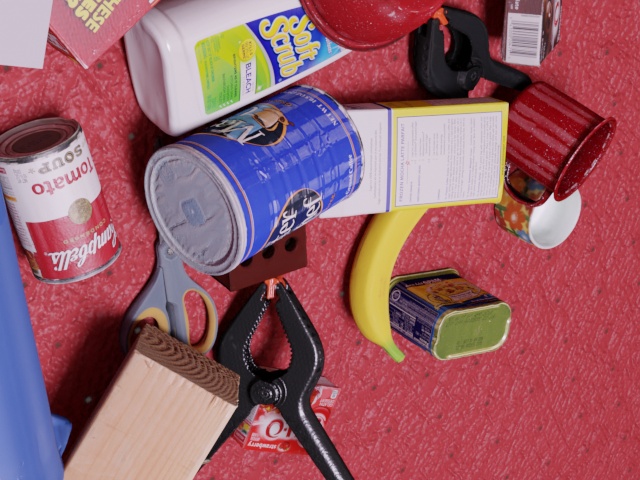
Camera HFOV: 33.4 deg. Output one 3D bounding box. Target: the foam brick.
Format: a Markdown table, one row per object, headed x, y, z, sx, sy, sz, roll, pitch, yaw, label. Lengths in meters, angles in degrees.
| x | y | z | sx | sy | sz | roll | pitch | yaw | label |
| --- | --- | --- | --- | --- | --- | --- | --- | --- | --- |
| -0.056 | 0.001 | 0.890 | 0.078 | 0.051 | 0.053 | -19 | 121 | -29 | foam brick |

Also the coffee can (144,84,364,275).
| x | y | z | sx | sy | sz | roll | pitch | yaw | label |
| --- | --- | --- | --- | --- | --- | --- | --- | --- | --- |
| -0.049 | -0.049 | 0.818 | 0.140 | 0.103 | 0.103 | -32 | 127 | -39 | coffee can |

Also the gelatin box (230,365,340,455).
| x | y | z | sx | sy | sz | roll | pitch | yaw | label |
| --- | --- | --- | --- | --- | --- | --- | --- | --- | --- |
| -0.031 | 0.161 | 0.995 | 0.089 | 0.030 | 0.073 | 16 | 100 | -40 | gelatin box |

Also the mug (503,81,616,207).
| x | y | z | sx | sy | sz | roll | pitch | yaw | label |
| --- | --- | --- | --- | --- | --- | --- | --- | --- | --- |
| 0.213 | -0.087 | 1.010 | 0.093 | 0.082 | 0.117 | -17 | 140 | -53 | mug |

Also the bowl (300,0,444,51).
| x | y | z | sx | sy | sz | roll | pitch | yaw | label |
| --- | --- | --- | --- | --- | --- | --- | --- | --- | --- |
| 0.056 | -0.219 | 0.797 | 0.161 | 0.055 | 0.162 | -15 | 114 | -37 | bowl |

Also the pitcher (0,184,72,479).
| x | y | z | sx | sy | sz | roll | pitch | yaw | label |
| --- | --- | --- | --- | --- | --- | --- | --- | --- | --- |
| -0.264 | 0.076 | 0.721 | 0.145 | 0.149 | 0.243 | -1 | 112 | 4 | pitcher |

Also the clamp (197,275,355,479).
| x | y | z | sx | sy | sz | roll | pitch | yaw | label |
| --- | --- | --- | --- | --- | --- | --- | --- | --- | --- |
| -0.036 | 0.136 | 0.934 | 0.164 | 0.036 | 0.210 | 10 | 100 | 4 | clamp |

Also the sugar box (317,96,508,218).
| x | y | z | sx | sy | sz | roll | pitch | yaw | label |
| --- | --- | --- | --- | --- | --- | --- | --- | --- | --- |
| 0.074 | -0.074 | 0.928 | 0.176 | 0.048 | 0.093 | -4 | 106 | -16 | sugar box |

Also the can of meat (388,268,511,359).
| x | y | z | sx | sy | sz | roll | pitch | yaw | label |
| --- | --- | --- | --- | --- | --- | --- | --- | --- | --- |
| 0.121 | 0.071 | 1.033 | 0.101 | 0.084 | 0.057 | -7 | 114 | -35 | can of meat |

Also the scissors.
| x | y | z | sx | sy | sz | roll | pitch | yaw | label |
| --- | --- | --- | --- | --- | --- | --- | --- | --- | --- |
| -0.138 | 0.022 | 0.863 | 0.096 | 0.016 | 0.202 | -31 | 126 | -22 | scissors |

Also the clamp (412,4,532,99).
| x | y | z | sx | sy | sz | roll | pitch | yaw | label |
| --- | --- | --- | --- | --- | --- | --- | --- | --- | --- |
| 0.137 | -0.156 | 0.972 | 0.120 | 0.039 | 0.171 | -45 | 137 | -20 | clamp |

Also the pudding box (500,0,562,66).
| x | y | z | sx | sy | sz | roll | pitch | yaw | label |
| --- | --- | --- | --- | --- | --- | --- | --- | --- | --- |
| 0.193 | -0.222 | 0.958 | 0.089 | 0.039 | 0.113 | -45 | 141 | -56 | pudding box |

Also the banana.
| x | y | z | sx | sy | sz | roll | pitch | yaw | label |
| --- | --- | --- | --- | --- | --- | --- | --- | --- | --- |
| 0.069 | 0.010 | 0.987 | 0.069 | 0.037 | 0.198 | 15 | 94 | -15 | banana |

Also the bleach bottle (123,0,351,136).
| x | y | z | sx | sy | sz | roll | pitch | yaw | label |
| --- | --- | --- | --- | --- | --- | --- | --- | --- | --- |
| -0.026 | -0.172 | 0.823 | 0.250 | 0.068 | 0.102 | -29 | 139 | -26 | bleach bottle |

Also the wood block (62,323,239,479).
| x | y | z | sx | sy | sz | roll | pitch | yaw | label |
| --- | --- | --- | --- | --- | --- | --- | --- | --- | --- |
| -0.155 | 0.182 | 0.841 | 0.090 | 0.090 | 0.206 | 31 | 96 | -7 | wood block |

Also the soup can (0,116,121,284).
| x | y | z | sx | sy | sz | roll | pitch | yaw | label |
| --- | --- | --- | --- | --- | --- | --- | --- | --- | --- |
| -0.190 | -0.029 | 0.767 | 0.068 | 0.069 | 0.102 | -27 | 123 | -25 | soup can |
